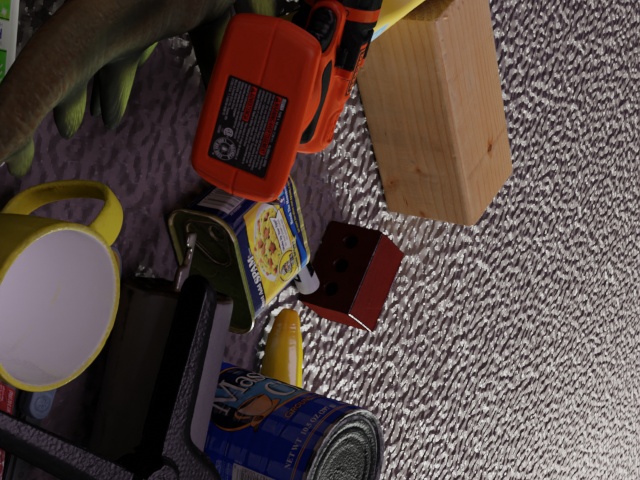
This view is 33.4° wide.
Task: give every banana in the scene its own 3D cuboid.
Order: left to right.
[{"bbox_3d":[-0.027,0.151,0.888,0.069,0.037,0.198,-62,150,-52],"label":"banana"}]

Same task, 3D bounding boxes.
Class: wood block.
[{"bbox_3d":[0.097,-0.124,0.918,0.090,0.090,0.206,-50,139,-35],"label":"wood block"}]

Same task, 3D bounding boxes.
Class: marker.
[{"bbox_3d":[-0.026,-0.004,0.842,0.020,0.020,0.121,-53,141,-31],"label":"marker"}]

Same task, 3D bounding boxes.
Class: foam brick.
[{"bbox_3d":[0.027,0.030,0.904,0.051,0.053,0.078,42,67,-53],"label":"foam brick"}]

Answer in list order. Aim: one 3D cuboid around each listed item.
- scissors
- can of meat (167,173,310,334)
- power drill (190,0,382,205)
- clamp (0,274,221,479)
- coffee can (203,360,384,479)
[{"bbox_3d":[-0.182,0.085,0.647,0.096,0.016,0.201,44,65,-51],"label":"scissors"},{"bbox_3d":[-0.055,0.001,0.768,0.083,0.058,0.102,-46,137,-41],"label":"can of meat"},{"bbox_3d":[-0.007,-0.116,0.636,0.187,0.057,0.185,-54,163,-61],"label":"power drill"},{"bbox_3d":[-0.115,0.142,0.638,0.164,0.036,0.210,-22,113,-36],"label":"clamp"},{"bbox_3d":[-0.040,0.151,0.768,0.102,0.141,0.103,-25,122,-50],"label":"coffee can"}]
